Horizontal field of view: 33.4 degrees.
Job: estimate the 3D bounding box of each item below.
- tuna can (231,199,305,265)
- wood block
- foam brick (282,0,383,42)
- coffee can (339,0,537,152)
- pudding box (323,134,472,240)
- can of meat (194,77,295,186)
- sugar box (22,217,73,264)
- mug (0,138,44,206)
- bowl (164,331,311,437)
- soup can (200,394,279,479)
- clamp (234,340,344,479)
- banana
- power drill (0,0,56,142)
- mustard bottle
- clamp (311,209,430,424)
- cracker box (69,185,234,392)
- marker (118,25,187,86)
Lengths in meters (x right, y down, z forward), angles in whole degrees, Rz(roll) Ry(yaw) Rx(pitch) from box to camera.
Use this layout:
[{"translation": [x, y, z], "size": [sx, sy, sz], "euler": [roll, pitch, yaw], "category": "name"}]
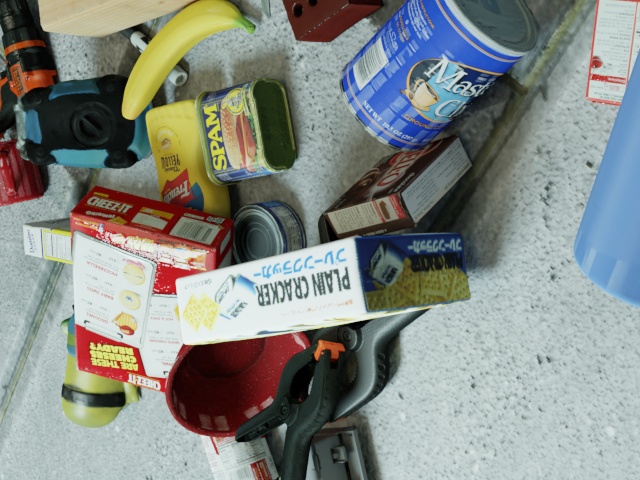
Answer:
[{"translation": [-0.057, 0.001, 1.127], "size": [0.086, 0.033, 0.086], "euler": [10, 105, 42], "category": "tuna can"}, {"translation": [-0.211, -0.291, 1.162], "size": [0.207, 0.090, 0.091], "euler": [-8, 88, 39], "category": "wood block"}, {"translation": [0.010, -0.227, 1.007], "size": [0.078, 0.051, 0.053], "euler": [-27, 79, 43], "category": "foam brick"}, {"translation": [0.097, -0.156, 0.902], "size": [0.141, 0.102, 0.103], "euler": [-43, 69, 40], "category": "coffee can"}, {"translation": [0.070, -0.046, 0.943], "size": [0.090, 0.113, 0.039], "euler": [-16, 113, 44], "category": "pudding box"}, {"translation": [-0.076, -0.113, 1.108], "size": [0.084, 0.057, 0.102], "euler": [-8, 93, 41], "category": "can of meat"}, {"translation": [-0.273, 0.002, 1.292], "size": [0.177, 0.093, 0.048], "euler": [5, 101, 44], "category": "sugar box"}, {"translation": [-0.410, -0.088, 1.400], "size": [0.117, 0.093, 0.081], "euler": [-173, 70, -72], "category": "mug"}, {"translation": [-0.090, 0.128, 1.114], "size": [0.055, 0.161, 0.162], "euler": [57, 134, 50], "category": "bowl"}, {"translation": [-0.093, 0.228, 1.180], "size": [0.069, 0.068, 0.102], "euler": [-28, 79, 43], "category": "soup can"}, {"translation": [-0.021, 0.179, 1.051], "size": [0.120, 0.039, 0.172], "euler": [53, 124, 36], "category": "clamp"}, {"translation": [-0.154, -0.207, 1.157], "size": [0.198, 0.037, 0.069], "euler": [-31, 56, 31], "category": "banana"}, {"translation": [-0.424, -0.215, 1.417], "size": [0.188, 0.057, 0.184], "euler": [-20, 84, 44], "category": "power drill"}, {"translation": [-0.141, -0.056, 1.179], "size": [0.096, 0.058, 0.191], "euler": [-6, 94, 45], "category": "mustard bottle"}, {"translation": [0.045, 0.090, 1.045], "size": [0.165, 0.036, 0.210], "euler": [23, 109, 39], "category": "clamp"}, {"translation": [-0.181, 0.060, 1.159], "size": [0.164, 0.072, 0.214], "euler": [13, 125, 11], "category": "cracker box"}, {"translation": [-0.194, -0.217, 1.225], "size": [0.121, 0.020, 0.020], "euler": [44, 125, 29], "category": "marker"}]
